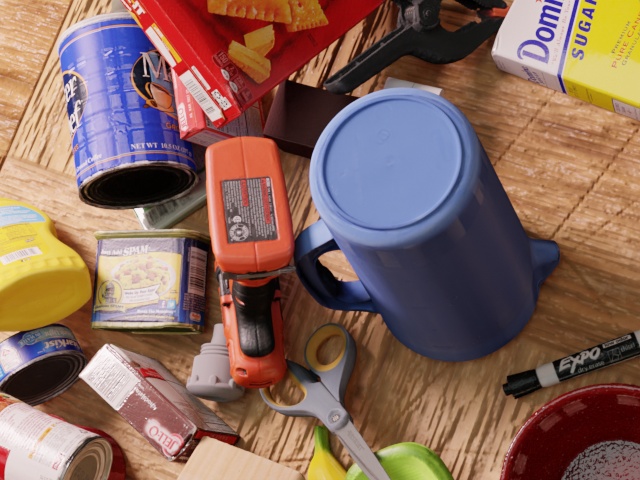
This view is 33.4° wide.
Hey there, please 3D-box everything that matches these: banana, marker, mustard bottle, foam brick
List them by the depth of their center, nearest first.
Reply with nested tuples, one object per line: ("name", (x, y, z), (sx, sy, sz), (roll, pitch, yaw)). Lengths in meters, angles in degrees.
("marker", (0.195, 0.093, 0.802), (0.121, 0.020, 0.020), (-22, 71, 13))
("banana", (0.064, 0.209, 0.809), (0.198, 0.037, 0.069), (23, 86, 23))
("foam brick", (0.001, -0.097, 0.900), (0.078, 0.051, 0.053), (18, 84, 23))
("mustard bottle", (-0.278, 0.009, 0.945), (0.096, 0.058, 0.192), (-19, 35, -24))

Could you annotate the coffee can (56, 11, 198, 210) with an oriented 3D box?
("coffee can", (-0.166, -0.109, 0.917), (0.103, 0.102, 0.140), (-16, 73, 15))

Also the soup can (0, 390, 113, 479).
("soup can", (-0.219, 0.163, 0.814), (0.102, 0.068, 0.068), (18, 83, 22))

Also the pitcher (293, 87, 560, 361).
("pitcher", (0.066, -0.004, 0.750), (0.145, 0.242, 0.149), (35, 84, 26))

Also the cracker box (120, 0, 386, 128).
("cracker box", (-0.045, -0.219, 0.856), (0.213, 0.072, 0.164), (-41, 102, -19))

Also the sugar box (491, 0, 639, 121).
("sugar box", (0.232, -0.152, 0.836), (0.176, 0.048, 0.093), (25, 86, 22))

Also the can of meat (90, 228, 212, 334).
("can of meat", (-0.146, 0.037, 0.916), (0.102, 0.057, 0.084), (-1, 79, 20))

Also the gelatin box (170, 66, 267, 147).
("gelatin box", (-0.086, -0.114, 0.914), (0.030, 0.089, 0.073), (-22, 69, 33))

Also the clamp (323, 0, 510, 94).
("clamp", (0.072, -0.189, 0.850), (0.039, 0.171, 0.120), (26, 127, 59))

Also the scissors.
("scissors", (0.022, 0.119, 0.809), (0.096, 0.016, 0.202), (-50, 35, -14))

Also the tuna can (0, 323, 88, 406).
("tuna can", (-0.246, 0.109, 0.918), (0.086, 0.086, 0.034), (-36, 66, 8))

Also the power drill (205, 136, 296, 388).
("power drill", (-0.055, 0.001, 0.822), (0.057, 0.188, 0.184), (-8, 63, -6))

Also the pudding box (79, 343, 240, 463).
("pudding box", (-0.129, 0.136, 0.867), (0.114, 0.090, 0.039), (39, 90, 24))
